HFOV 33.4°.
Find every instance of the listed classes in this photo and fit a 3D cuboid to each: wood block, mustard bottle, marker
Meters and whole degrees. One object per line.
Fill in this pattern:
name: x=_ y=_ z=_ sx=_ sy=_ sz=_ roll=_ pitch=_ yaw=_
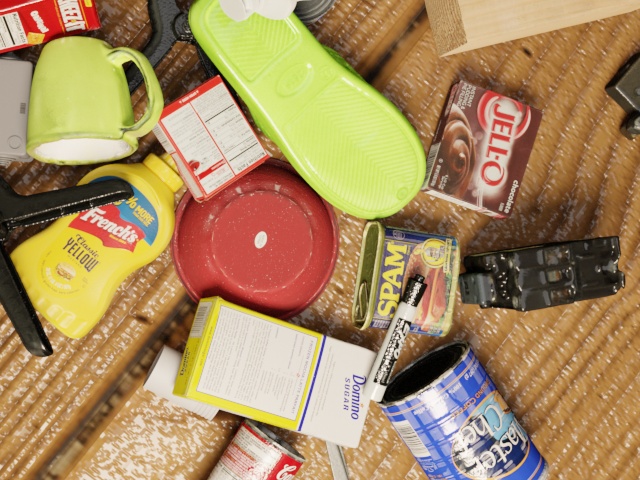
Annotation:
wood block: x=0.209 y=-0.245 z=1.009 sx=0.206 sy=0.091 sz=0.090 roll=-15 pitch=93 yaw=-9
mustard bottle: x=-0.188 y=-0.011 z=0.958 sx=0.096 sy=0.058 sz=0.191 roll=42 pitch=83 yaw=0
marker: x=0.068 y=0.087 z=0.968 sx=0.020 sy=0.020 sz=0.121 roll=21 pitch=95 yaw=-10

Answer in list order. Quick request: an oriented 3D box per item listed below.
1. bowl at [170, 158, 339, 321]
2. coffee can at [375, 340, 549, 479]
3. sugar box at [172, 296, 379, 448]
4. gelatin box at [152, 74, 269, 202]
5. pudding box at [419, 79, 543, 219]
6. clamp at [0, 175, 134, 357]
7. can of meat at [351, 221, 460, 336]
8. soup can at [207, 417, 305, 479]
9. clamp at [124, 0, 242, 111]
bowl: x=-0.056 y=0.001 z=0.983 sx=0.162 sy=0.055 sz=0.162 roll=0 pitch=90 yaw=-10
coffee can: x=0.132 y=0.179 z=0.994 sx=0.102 sy=0.103 sz=0.140 roll=-35 pitch=96 yaw=-8
sugar box: x=-0.037 y=0.121 z=0.969 sx=0.176 sy=0.048 sz=0.093 roll=23 pitch=76 yaw=-25
gelatin box: x=-0.100 y=-0.090 z=0.948 sx=0.073 sy=0.030 sz=0.089 roll=-36 pitch=101 yaw=-22
pudding box: x=0.154 y=-0.087 z=1.027 sx=0.090 sy=0.039 sz=0.113 roll=19 pitch=87 yaw=-10
clamp: x=-0.273 y=-0.017 z=0.920 sx=0.210 sy=0.036 sz=0.164 roll=29 pitch=77 yaw=14
can of meat: x=0.081 y=0.038 z=1.007 sx=0.083 sy=0.057 sz=0.102 roll=9 pitch=90 yaw=-13
soup can: x=-0.070 y=0.223 z=0.976 sx=0.068 sy=0.068 sz=0.102 roll=36 pitch=85 yaw=-9
clamp: x=-0.132 y=-0.188 z=0.977 sx=0.120 sy=0.039 sz=0.171 roll=-1 pitch=88 yaw=-16
